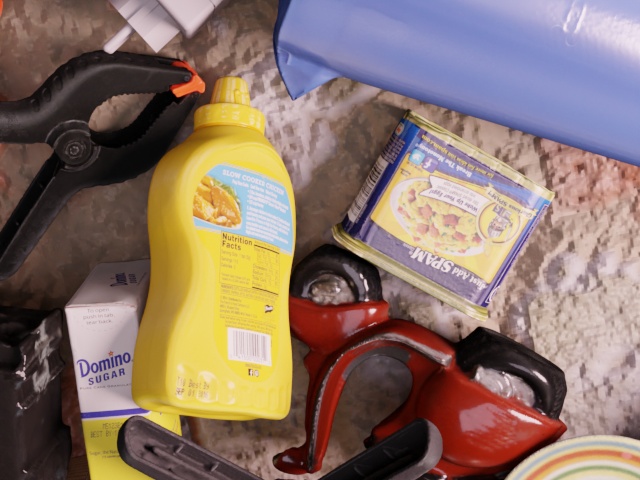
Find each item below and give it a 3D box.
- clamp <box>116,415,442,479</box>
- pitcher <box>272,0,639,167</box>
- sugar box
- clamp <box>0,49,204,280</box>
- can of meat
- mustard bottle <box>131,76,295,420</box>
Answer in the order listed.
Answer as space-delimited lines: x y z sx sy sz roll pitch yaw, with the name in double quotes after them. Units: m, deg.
-0.007 0.153 0.604 0.164 0.036 0.210 -3 142 10 "clamp"
0.105 -0.130 0.553 0.242 0.145 0.149 18 142 -8 "pitcher"
-0.108 0.107 0.626 0.048 0.093 0.176 -3 104 0 "sugar box"
-0.150 -0.062 0.594 0.171 0.039 0.120 -37 133 -4 "clamp"
0.071 -0.016 0.614 0.102 0.057 0.084 28 100 -7 "can of meat"
-0.054 0.001 0.593 0.058 0.096 0.191 -9 72 40 "mustard bottle"
